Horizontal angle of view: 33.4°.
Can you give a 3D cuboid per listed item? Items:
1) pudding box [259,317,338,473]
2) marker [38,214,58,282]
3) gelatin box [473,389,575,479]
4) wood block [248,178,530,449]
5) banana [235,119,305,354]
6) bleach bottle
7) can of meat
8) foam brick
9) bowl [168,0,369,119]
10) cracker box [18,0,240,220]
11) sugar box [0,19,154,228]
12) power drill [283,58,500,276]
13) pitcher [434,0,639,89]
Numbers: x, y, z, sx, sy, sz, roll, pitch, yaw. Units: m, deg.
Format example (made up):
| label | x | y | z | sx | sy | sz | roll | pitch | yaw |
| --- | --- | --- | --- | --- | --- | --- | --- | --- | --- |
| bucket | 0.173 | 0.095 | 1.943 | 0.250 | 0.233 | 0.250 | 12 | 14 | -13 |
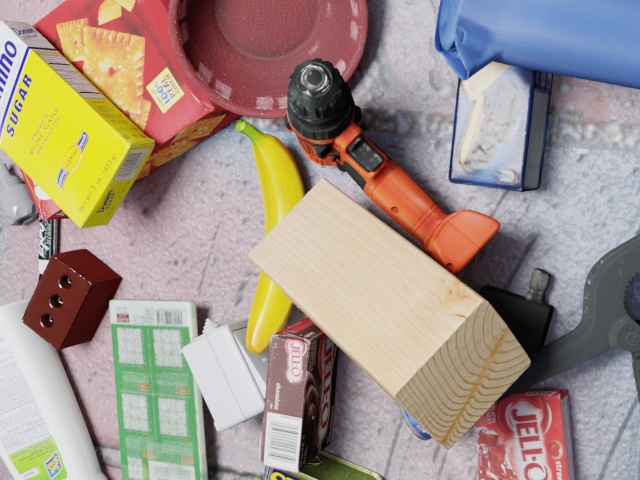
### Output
| label | x | y | z | sx | sy | sz | roll | pitch | yaw |
| --- | --- | --- | --- | --- | --- | --- | --- | --- | --- |
| pudding box | -0.015 | 0.126 | 0.893 | 0.039 | 0.090 | 0.113 | 10 | 98 | 18 |
| marker | -0.265 | 0.000 | 1.039 | 0.020 | 0.020 | 0.121 | 5 | 96 | 24 |
| gelatin box | 0.161 | 0.163 | 0.849 | 0.073 | 0.030 | 0.089 | -4 | 92 | 25 |
| wood block | 0.046 | 0.049 | 0.801 | 0.091 | 0.090 | 0.206 | -46 | 43 | -4 |
| banana | -0.041 | -0.005 | 0.911 | 0.037 | 0.069 | 0.198 | 5 | 100 | 56 |
| bleach bottle | -0.276 | 0.189 | 1.037 | 0.103 | 0.068 | 0.251 | -25 | 86 | 24 |
| can of meat | -0.006 | 0.231 | 0.918 | 0.102 | 0.057 | 0.084 | 18 | 104 | 23 |
| foam brick | -0.235 | 0.055 | 1.012 | 0.053 | 0.051 | 0.078 | 34 | 107 | 18 |
| bowl | -0.043 | -0.185 | 0.880 | 0.162 | 0.055 | 0.162 | -1 | 117 | -3 |
| cracker box | -0.193 | -0.137 | 0.966 | 0.214 | 0.072 | 0.164 | -29 | 82 | 25 |
| sugar box | -0.232 | -0.102 | 0.923 | 0.176 | 0.048 | 0.093 | 41 | 112 | 15 |
| power drill | 0.050 | -0.052 | 0.812 | 0.057 | 0.184 | 0.188 | -45 | 81 | -2 |
| pitcher | 0.207 | -0.174 | 0.715 | 0.242 | 0.145 | 0.149 | 13 | 124 | -3 |
